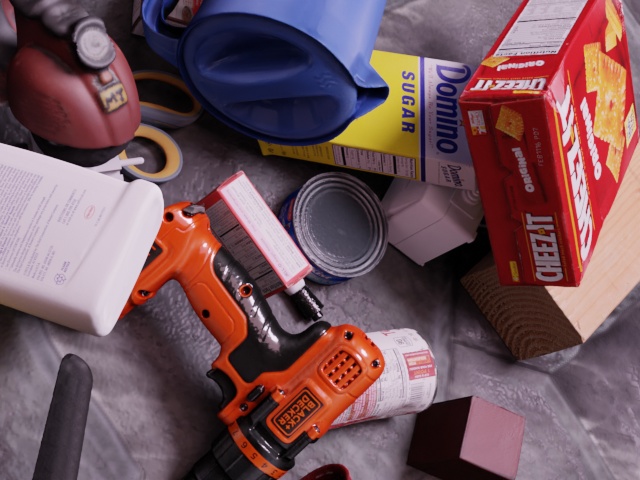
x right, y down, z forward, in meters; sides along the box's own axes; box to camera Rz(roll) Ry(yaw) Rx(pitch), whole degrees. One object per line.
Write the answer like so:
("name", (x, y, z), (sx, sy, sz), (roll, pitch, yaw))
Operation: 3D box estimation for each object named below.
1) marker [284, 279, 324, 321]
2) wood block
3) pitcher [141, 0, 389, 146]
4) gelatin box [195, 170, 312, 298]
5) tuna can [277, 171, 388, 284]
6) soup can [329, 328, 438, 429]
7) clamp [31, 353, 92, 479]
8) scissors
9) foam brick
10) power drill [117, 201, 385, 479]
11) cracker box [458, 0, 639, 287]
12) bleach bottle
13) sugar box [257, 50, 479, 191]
("marker", (-0.037, 0.012, 0.822), (0.020, 0.020, 0.121), (-40, 96, -32))
("wood block", (0.231, 0.003, 0.932), (0.205, 0.090, 0.091), (-39, 94, -32))
("pitcher", (-0.017, -0.203, 0.800), (0.149, 0.145, 0.242), (40, 53, -30))
("gelatin box", (-0.055, 0.001, 0.783), (0.030, 0.073, 0.089), (-40, 96, -32))
("tuna can", (0.009, -0.009, 0.845), (0.086, 0.034, 0.086), (9, 71, -27))
("soup can", (0.029, 0.104, 0.802), (0.102, 0.069, 0.068), (-5, 78, -30))
("clamp", (-0.183, 0.189, 0.616), (0.164, 0.036, 0.210), (-23, 70, 3))
("scissors", (-0.181, -0.089, 0.775), (0.201, 0.016, 0.096), (-1, 80, -24))
("foam brick", (0.112, 0.156, 0.827), (0.053, 0.078, 0.051), (26, 66, -20))
("power drill", (-0.078, 0.081, 0.729), (0.184, 0.057, 0.187), (-44, 90, 4))
("cracker box", (0.186, -0.090, 0.828), (0.213, 0.072, 0.164), (-55, 136, -45))
("bleach bottle", (-0.232, -0.029, 0.662), (0.251, 0.068, 0.102), (21, 70, 4))
("sugar box", (0.045, -0.101, 0.832), (0.176, 0.048, 0.093), (9, 65, 14))
